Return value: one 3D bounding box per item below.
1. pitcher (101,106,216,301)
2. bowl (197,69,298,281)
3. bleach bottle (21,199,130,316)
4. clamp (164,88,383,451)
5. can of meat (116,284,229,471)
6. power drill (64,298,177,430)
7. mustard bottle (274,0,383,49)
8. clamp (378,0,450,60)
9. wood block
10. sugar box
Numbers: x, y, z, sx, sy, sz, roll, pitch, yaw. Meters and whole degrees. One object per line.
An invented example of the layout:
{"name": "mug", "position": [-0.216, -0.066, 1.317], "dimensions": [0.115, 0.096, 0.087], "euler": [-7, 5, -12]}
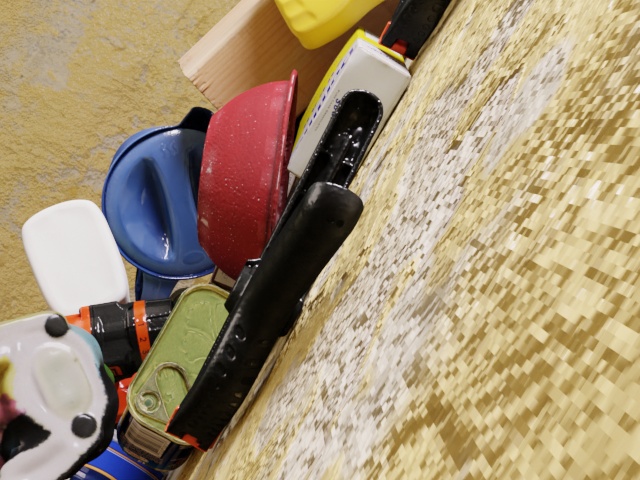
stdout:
{"name": "pitcher", "position": [-0.146, -0.038, 1.014], "dimensions": [0.149, 0.145, 0.243], "euler": [-33, 14, -6]}
{"name": "bowl", "position": [-0.051, -0.039, 0.734], "dimensions": [0.162, 0.055, 0.162], "euler": [179, 97, -90]}
{"name": "bleach bottle", "position": [-0.197, 0.060, 0.937], "dimensions": [0.068, 0.102, 0.251], "euler": [-21, -19, -11]}
{"name": "clamp", "position": [-0.026, 0.029, 0.538], "dimensions": [0.210, 0.036, 0.164], "euler": [-61, 4, 16]}
{"name": "can of meat", "position": [-0.087, 0.091, 0.682], "dimensions": [0.102, 0.057, 0.084], "euler": [-64, 4, -31]}
{"name": "power drill", "position": [-0.145, 0.098, 0.841], "dimensions": [0.188, 0.184, 0.057], "euler": [95, 166, -65]}
{"name": "mustard bottle", "position": [0.051, -0.225, 0.780], "dimensions": [0.192, 0.096, 0.058], "euler": [-27, -21, 10]}
{"name": "clamp", "position": [0.083, -0.183, 0.652], "dimensions": [0.172, 0.039, 0.120], "euler": [-65, -2, 26]}
{"name": "wood block", "position": [-0.011, -0.181, 0.884], "dimensions": [0.206, 0.090, 0.090], "euler": [-43, 20, 3]}
{"name": "sugar box", "position": [0.019, -0.096, 0.745], "dimensions": [0.093, 0.048, 0.176], "euler": [-59, 4, 14]}
